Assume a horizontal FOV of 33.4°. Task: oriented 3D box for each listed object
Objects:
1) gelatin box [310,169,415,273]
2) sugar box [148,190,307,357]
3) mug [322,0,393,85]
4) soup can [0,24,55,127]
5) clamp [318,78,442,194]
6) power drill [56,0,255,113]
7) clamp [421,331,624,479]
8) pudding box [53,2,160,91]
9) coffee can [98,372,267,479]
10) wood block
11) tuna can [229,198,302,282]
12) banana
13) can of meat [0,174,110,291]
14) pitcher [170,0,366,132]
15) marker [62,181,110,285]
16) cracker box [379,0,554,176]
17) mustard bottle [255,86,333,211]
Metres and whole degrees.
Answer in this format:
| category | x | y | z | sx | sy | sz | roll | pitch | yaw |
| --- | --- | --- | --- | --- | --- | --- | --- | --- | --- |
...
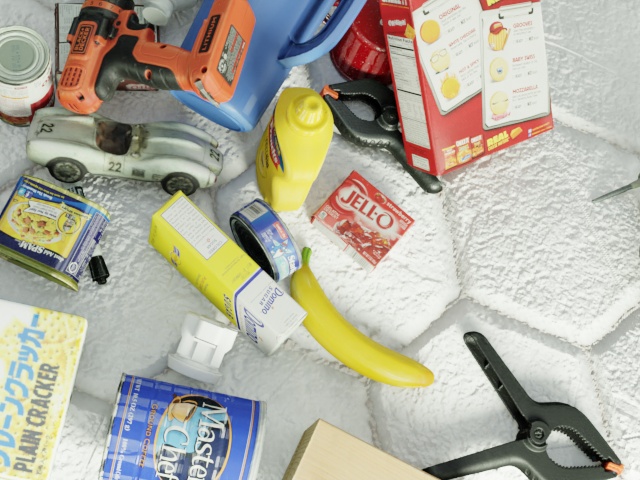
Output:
| category | x | y | z | sx | sy | sz | roll | pitch | yaw |
| --- | --- | --- | --- | --- | --- | --- | --- | --- | --- |
| gelatin box | 0.045 | -0.021 | 1.152 | 0.089 | 0.030 | 0.073 | 41 | 69 | 3 |
| sugar box | -0.096 | 0.036 | 1.072 | 0.176 | 0.093 | 0.048 | 46 | 70 | 6 |
| mug | 0.053 | -0.236 | 1.196 | 0.117 | 0.082 | 0.093 | 32 | 69 | 0 |
| soup can | -0.308 | -0.167 | 1.091 | 0.068 | 0.102 | 0.068 | 3 | 71 | -10 |
| clamp | 0.077 | -0.122 | 1.188 | 0.171 | 0.039 | 0.120 | 13 | 67 | -9 |
| power drill | -0.162 | -0.209 | 1.065 | 0.188 | 0.057 | 0.184 | 7 | 74 | 25 |
| clamp | 0.218 | 0.193 | 1.114 | 0.210 | 0.036 | 0.164 | 17 | 70 | -8 |
| pudding box | -0.230 | -0.210 | 1.154 | 0.113 | 0.039 | 0.090 | 0 | 70 | -14 |
| coffee can | -0.130 | 0.189 | 1.011 | 0.140 | 0.103 | 0.103 | 13 | 70 | -7 |
| wood block | 0.065 | 0.264 | 1.033 | 0.206 | 0.090 | 0.090 | 27 | 69 | -1 |
| tuna can | -0.057 | 0.001 | 1.095 | 0.033 | 0.086 | 0.086 | -33 | 81 | -18 |
| banana | 0.031 | 0.093 | 1.109 | 0.069 | 0.037 | 0.198 | -42 | 84 | -19 |
| can of meat | -0.270 | -0.009 | 1.059 | 0.102 | 0.057 | 0.084 | 23 | 77 | 8 |
| pitcher | -0.054 | -0.238 | 1.126 | 0.145 | 0.149 | 0.243 | 30 | 84 | -15 |
| marker | -0.241 | -0.011 | 1.098 | 0.020 | 0.020 | 0.121 | -16 | 76 | -16 |
| cracker box | 0.155 | -0.197 | 1.127 | 0.164 | 0.072 | 0.214 | -23 | 115 | -23 |
| mustard bottle | -0.025 | -0.100 | 1.077 | 0.058 | 0.192 | 0.096 | 1 | 74 | -12 |
